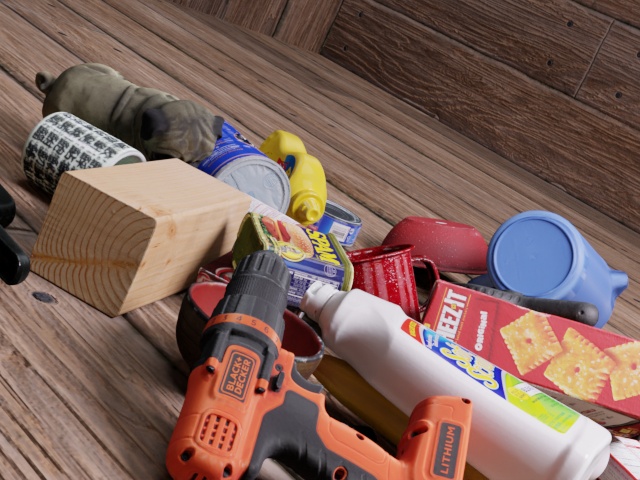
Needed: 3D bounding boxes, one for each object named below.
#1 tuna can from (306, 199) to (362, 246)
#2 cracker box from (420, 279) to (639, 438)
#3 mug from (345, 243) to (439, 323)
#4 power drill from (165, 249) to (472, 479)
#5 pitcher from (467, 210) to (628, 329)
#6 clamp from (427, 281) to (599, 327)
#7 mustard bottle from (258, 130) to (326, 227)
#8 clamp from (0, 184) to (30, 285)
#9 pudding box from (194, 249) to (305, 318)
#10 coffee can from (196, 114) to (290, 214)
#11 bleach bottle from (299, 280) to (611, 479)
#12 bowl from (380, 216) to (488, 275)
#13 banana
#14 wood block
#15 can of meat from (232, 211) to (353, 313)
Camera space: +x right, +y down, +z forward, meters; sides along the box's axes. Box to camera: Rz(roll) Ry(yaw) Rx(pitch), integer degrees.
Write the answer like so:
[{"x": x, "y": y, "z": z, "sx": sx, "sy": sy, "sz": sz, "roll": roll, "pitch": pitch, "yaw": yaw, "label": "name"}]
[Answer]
[{"x": 0.011, "y": -0.027, "z": 1.387, "sx": 0.086, "sy": 0.034, "sz": 0.086, "roll": 24, "pitch": 14, "yaw": -6, "label": "tuna can"}, {"x": 0.195, "y": 0.108, "z": 0.953, "sx": 0.214, "sy": 0.072, "sz": 0.164, "roll": 18, "pitch": -11, "yaw": 10, "label": "cracker box"}, {"x": 0.060, "y": 0.049, "z": 1.014, "sx": 0.117, "sy": 0.081, "sz": 0.093, "roll": -12, "pitch": 5, "yaw": -23, "label": "mug"}, {"x": 0.005, "y": 0.106, "z": 0.702, "sx": 0.187, "sy": 0.057, "sz": 0.184, "roll": 24, "pitch": 49, "yaw": -8, "label": "power drill"}, {"x": 0.260, "y": 0.045, "z": 1.261, "sx": 0.145, "sy": 0.149, "sz": 0.242, "roll": 38, "pitch": 3, "yaw": 24, "label": "pitcher"}, {"x": 0.190, "y": 0.067, "z": 1.037, "sx": 0.171, "sy": 0.039, "sz": 0.120, "roll": 11, "pitch": -18, "yaw": 5, "label": "clamp"}, {"x": -0.035, "y": -0.065, "z": 1.318, "sx": 0.058, "sy": 0.096, "sz": 0.192, "roll": 19, "pitch": 15, "yaw": -24, "label": "mustard bottle"}, {"x": -0.305, "y": -0.031, "z": 0.847, "sx": 0.164, "sy": 0.036, "sz": 0.210, "roll": 21, "pitch": 12, "yaw": -17, "label": "clamp"}, {"x": -0.059, "y": 0.048, "z": 0.980, "sx": 0.090, "sy": 0.039, "sz": 0.113, "roll": 28, "pitch": 14, "yaw": 9, "label": "pudding box"}, {"x": -0.110, "y": -0.071, "z": 1.197, "sx": 0.102, "sy": 0.103, "sz": 0.140, "roll": 15, "pitch": 17, "yaw": -36, "label": "coffee can"}, {"x": 0.087, "y": 0.106, "z": 0.797, "sx": 0.251, "sy": 0.068, "sz": 0.102, "roll": 32, "pitch": 16, "yaw": 21, "label": "bleach bottle"}, {"x": 0.152, "y": 0.003, "z": 1.385, "sx": 0.162, "sy": 0.055, "sz": 0.162, "roll": 9, "pitch": 6, "yaw": -1, "label": "bowl"}, {"x": 0.075, "y": 0.148, "z": 0.817, "sx": 0.198, "sy": 0.037, "sz": 0.069, "roll": 34, "pitch": -7, "yaw": 29, "label": "banana"}, {"x": -0.149, "y": -0.009, "z": 0.928, "sx": 0.091, "sy": 0.090, "sz": 0.205, "roll": 28, "pitch": 15, "yaw": 12, "label": "wood block"}, {"x": -0.028, "y": 0.021, "z": 0.938, "sx": 0.083, "sy": 0.057, "sz": 0.102, "roll": 17, "pitch": 19, "yaw": -20, "label": "can of meat"}]
